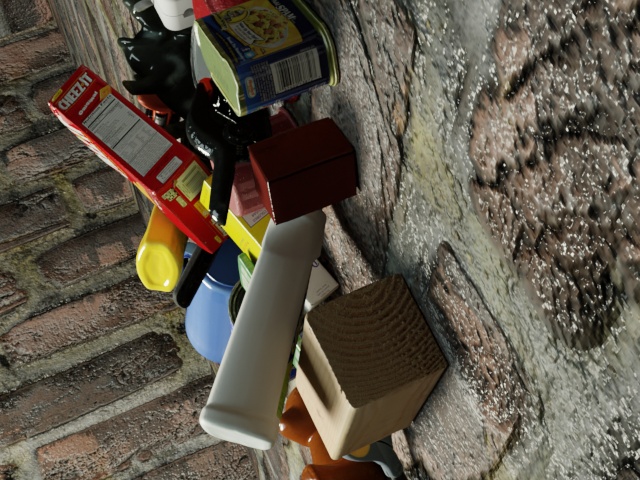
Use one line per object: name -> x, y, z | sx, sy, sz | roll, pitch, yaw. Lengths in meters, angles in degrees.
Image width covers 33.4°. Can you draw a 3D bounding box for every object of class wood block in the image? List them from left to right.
wood block -> 0.038, 0.118, 0.949 | 0.091, 0.090, 0.206 | 63, 166, 18

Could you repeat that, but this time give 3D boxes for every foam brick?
foam brick -> -0.015, -0.059, 0.896 | 0.051, 0.078, 0.053 | 80, 165, -46

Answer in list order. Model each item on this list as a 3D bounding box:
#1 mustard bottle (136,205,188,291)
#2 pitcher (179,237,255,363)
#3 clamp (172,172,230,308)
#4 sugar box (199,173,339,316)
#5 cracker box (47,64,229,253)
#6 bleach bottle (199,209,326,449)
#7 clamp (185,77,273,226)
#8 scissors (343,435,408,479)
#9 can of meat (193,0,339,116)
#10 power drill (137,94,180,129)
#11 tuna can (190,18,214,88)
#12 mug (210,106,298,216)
mustard bottle -> -0.193, -0.032, 1.402 | 0.096, 0.058, 0.191 | 95, -177, -47
pitcher -> -0.129, 0.065, 1.468 | 0.243, 0.149, 0.145 | 102, 164, -63
clamp -> -0.127, -0.014, 1.333 | 0.036, 0.164, 0.210 | 50, -170, -38
sugar box -> -0.058, 0.002, 1.151 | 0.176, 0.048, 0.093 | 52, 166, 4
cracker box -> -0.205, -0.094, 1.263 | 0.214, 0.072, 0.164 | 38, 173, 29
bleach bottle -> -0.041, 0.057, 0.964 | 0.102, 0.068, 0.251 | 95, -170, -73
clamp -> -0.080, -0.082, 0.972 | 0.172, 0.120, 0.039 | 46, 141, 30
scissors -> 0.060, 0.234, 1.086 | 0.016, 0.096, 0.202 | -4, 108, 44
can of meat -> -0.045, -0.151, 0.848 | 0.102, 0.084, 0.057 | -124, 17, -44
power drill -> -0.218, -0.176, 1.449 | 0.188, 0.057, 0.184 | 122, 157, -70
tuna can -> -0.107, -0.194, 1.096 | 0.086, 0.033, 0.086 | 177, 90, -69
mug -> -0.062, -0.075, 1.059 | 0.117, 0.081, 0.093 | -167, 55, -75
